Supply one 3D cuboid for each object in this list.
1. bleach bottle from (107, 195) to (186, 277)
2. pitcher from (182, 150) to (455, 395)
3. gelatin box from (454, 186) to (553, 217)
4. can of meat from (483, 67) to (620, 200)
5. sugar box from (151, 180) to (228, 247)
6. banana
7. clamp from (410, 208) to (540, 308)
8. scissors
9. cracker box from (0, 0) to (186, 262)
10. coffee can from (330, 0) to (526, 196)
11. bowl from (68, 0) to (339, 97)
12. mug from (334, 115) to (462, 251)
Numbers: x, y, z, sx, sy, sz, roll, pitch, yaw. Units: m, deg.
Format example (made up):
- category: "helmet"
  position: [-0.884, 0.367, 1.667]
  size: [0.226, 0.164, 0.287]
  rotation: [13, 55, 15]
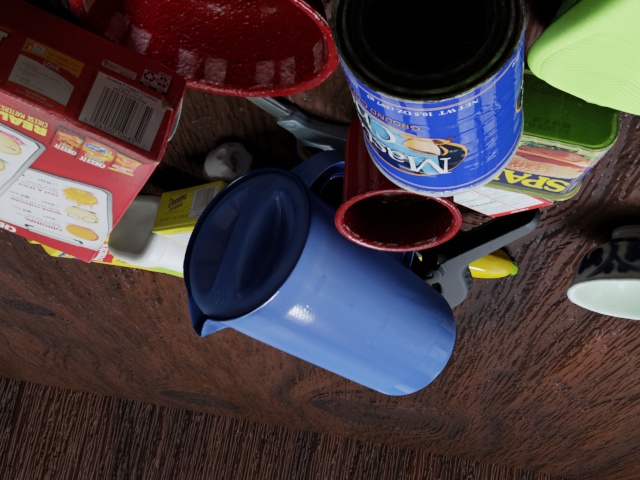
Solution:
- category: "bleach bottle"
  position: [-0.084, 0.024, 1.086]
  size: [0.250, 0.068, 0.103]
  rotation: [22, 172, -35]
- category: "pitcher"
  position: [0.017, 0.039, 0.909]
  size: [0.149, 0.145, 0.242]
  rotation: [-17, 146, 35]
- category: "gelatin box"
  position: [0.133, -0.050, 0.861]
  size: [0.089, 0.030, 0.073]
  rotation: [20, 162, -28]
- category: "can of meat"
  position: [0.144, -0.074, 0.732]
  size: [0.102, 0.057, 0.084]
  rotation: [11, 160, -3]
- category: "sugar box"
  position: [-0.057, 0.001, 0.988]
  size: [0.176, 0.048, 0.094]
  rotation: [25, 159, -40]
- category: "banana"
  position: [0.107, 0.013, 1.064]
  size: [0.197, 0.037, 0.070]
  rotation: [11, 161, -2]
- category: "clamp"
  position: [0.112, 0.017, 0.998]
  size: [0.164, 0.036, 0.210]
  rotation: [7, 143, 7]
- category: "scissors"
  position: [-0.003, -0.093, 0.829]
  size: [0.096, 0.016, 0.201]
  rotation: [1, 161, 23]
- category: "cracker box"
  position: [-0.197, -0.073, 0.703]
  size: [0.164, 0.072, 0.214]
  rotation: [23, 155, -15]
- category: "coffee can"
  position: [0.067, -0.097, 0.620]
  size: [0.103, 0.103, 0.140]
  rotation: [7, 163, 12]
- category: "bowl"
  position: [-0.063, -0.145, 0.630]
  size: [0.162, 0.055, 0.162]
  rotation: [10, 163, 3]
- category: "mug"
  position: [0.061, -0.043, 0.808]
  size: [0.093, 0.081, 0.117]
  rotation: [-4, 151, 12]
